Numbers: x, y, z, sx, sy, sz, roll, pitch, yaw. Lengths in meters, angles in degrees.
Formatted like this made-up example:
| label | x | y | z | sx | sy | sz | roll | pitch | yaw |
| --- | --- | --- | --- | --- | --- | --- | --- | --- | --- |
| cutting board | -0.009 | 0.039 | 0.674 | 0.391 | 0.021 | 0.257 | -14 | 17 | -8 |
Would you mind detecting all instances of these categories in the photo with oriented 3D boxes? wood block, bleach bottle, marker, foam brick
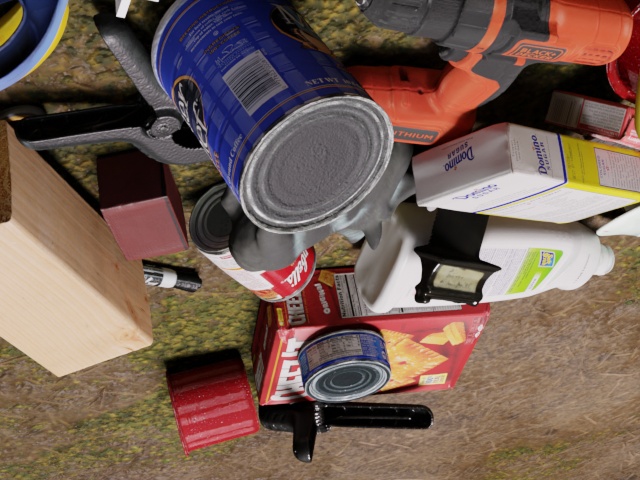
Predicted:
| label | x | y | z | sx | sy | sz | roll | pitch | yaw |
| --- | --- | --- | --- | --- | --- | --- | --- | --- | --- |
| wood block | -0.215 | 0.013 | 0.799 | 0.091 | 0.090 | 0.206 | -20 | 147 | 10 |
| bleach bottle | 0.163 | 0.019 | 0.994 | 0.250 | 0.068 | 0.103 | 3 | 131 | -26 |
| marker | -0.159 | 0.029 | 0.944 | 0.120 | 0.020 | 0.020 | 12 | 141 | -34 |
| foam brick | -0.138 | -0.028 | 0.831 | 0.051 | 0.053 | 0.078 | -13 | 147 | 0 |

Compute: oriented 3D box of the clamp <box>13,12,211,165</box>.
| label | x | y | z | sx | sy | sz | roll | pitch | yaw |
| --- | --- | --- | --- | --- | --- | --- | --- | --- | --- |
| clamp | -0.114 | -0.098 | 0.744 | 0.171 | 0.039 | 0.120 | 4 | 145 | -37 |

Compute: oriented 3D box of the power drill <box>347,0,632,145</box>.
| label | x | y | z | sx | sy | sz | roll | pitch | yaw |
| --- | --- | --- | --- | --- | --- | --- | --- | --- | --- |
| power drill | 0.080 | -0.120 | 0.704 | 0.184 | 0.057 | 0.188 | 5 | 165 | -22 |

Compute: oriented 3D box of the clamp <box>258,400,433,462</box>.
| label | x | y | z | sx | sy | sz | roll | pitch | yaw |
| --- | --- | --- | --- | --- | --- | --- | --- | --- | --- |
| clamp | -0.010 | 0.186 | 1.118 | 0.164 | 0.036 | 0.210 | -9 | -172 | -40 |

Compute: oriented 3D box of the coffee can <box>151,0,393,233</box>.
| label | x | y | z | sx | sy | sz | roll | pitch | yaw |
| --- | --- | --- | --- | --- | --- | --- | --- | --- | --- |
| coffee can | -0.033 | -0.088 | 0.667 | 0.102 | 0.140 | 0.103 | -21 | 140 | -18 |

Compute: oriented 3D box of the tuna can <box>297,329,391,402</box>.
| label | x | y | z | sx | sy | sz | roll | pitch | yaw |
| --- | --- | --- | --- | --- | --- | --- | --- | --- | --- |
| tuna can | 0.023 | 0.119 | 1.000 | 0.086 | 0.034 | 0.086 | -8 | 146 | -5 |

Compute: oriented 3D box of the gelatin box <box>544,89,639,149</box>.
| label | x | y | z | sx | sy | sz | roll | pitch | yaw |
| --- | --- | --- | --- | --- | --- | --- | --- | --- | --- |
| gelatin box | 0.232 | -0.090 | 0.833 | 0.073 | 0.089 | 0.030 | 10 | 101 | -32 |

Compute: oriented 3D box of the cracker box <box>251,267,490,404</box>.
| label | x | y | z | sx | sy | sz | roll | pitch | yaw |
| --- | --- | --- | --- | --- | --- | --- | --- | --- | --- |
| cracker box | 0.046 | 0.096 | 1.070 | 0.213 | 0.072 | 0.164 | -4 | 146 | -12 |

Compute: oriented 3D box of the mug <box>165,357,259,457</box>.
| label | x | y | z | sx | sy | sz | roll | pitch | yaw |
| --- | --- | --- | --- | --- | --- | --- | --- | --- | --- |
| mug | -0.112 | 0.176 | 1.129 | 0.081 | 0.093 | 0.117 | -14 | 156 | -7 |

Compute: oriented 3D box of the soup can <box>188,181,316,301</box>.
| label | x | y | z | sx | sy | sz | roll | pitch | yaw |
| --- | --- | --- | --- | --- | --- | --- | --- | --- | --- |
| soup can | -0.056 | 0.001 | 0.890 | 0.069 | 0.068 | 0.102 | -23 | 146 | 17 |

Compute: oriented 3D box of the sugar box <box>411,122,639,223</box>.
| label | x | y | z | sx | sy | sz | roll | pitch | yaw |
| --- | --- | --- | --- | --- | --- | --- | --- | --- | --- |
| sugar box | 0.163 | -0.049 | 0.820 | 0.175 | 0.048 | 0.094 | 9 | 161 | -42 |
